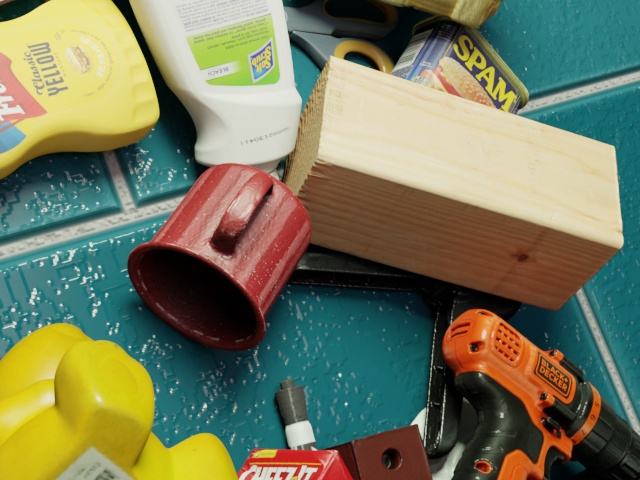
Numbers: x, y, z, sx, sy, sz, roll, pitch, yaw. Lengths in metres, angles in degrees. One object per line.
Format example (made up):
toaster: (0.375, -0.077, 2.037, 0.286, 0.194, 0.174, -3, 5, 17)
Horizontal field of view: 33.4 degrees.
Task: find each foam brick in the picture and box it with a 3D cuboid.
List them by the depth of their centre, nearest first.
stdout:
foam brick: (0.038, 0.162, 0.674, 0.052, 0.051, 0.078, -8, 78, -31)

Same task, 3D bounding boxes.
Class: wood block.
wood block: (0.084, -0.034, 0.712, 0.206, 0.091, 0.090, 16, 52, -12)

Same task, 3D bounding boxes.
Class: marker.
marker: (-0.007, 0.147, 0.674, 0.020, 0.020, 0.121, -8, 77, -31)

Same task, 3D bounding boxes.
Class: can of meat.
can of meat: (0.095, -0.101, 0.785, 0.102, 0.058, 0.083, 44, 60, -24)

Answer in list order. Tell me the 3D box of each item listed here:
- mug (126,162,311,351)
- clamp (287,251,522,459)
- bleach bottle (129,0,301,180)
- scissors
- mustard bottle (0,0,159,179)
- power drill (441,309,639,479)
mug: (-0.054, 0.001, 0.642, 0.093, 0.117, 0.081, 29, 55, 3)
clamp: (0.080, 0.027, 0.752, 0.164, 0.036, 0.209, 46, 55, -2)
bleach bottle: (-0.074, -0.140, 0.665, 0.102, 0.068, 0.251, -18, 110, -16)
scissors: (-0.022, -0.141, 0.763, 0.201, 0.016, 0.096, -14, 81, -32)
mustard bottle: (-0.196, -0.083, 0.621, 0.191, 0.058, 0.096, -21, 85, -32)
power drill: (0.135, 0.160, 0.678, 0.184, 0.057, 0.187, 37, 50, -20)
